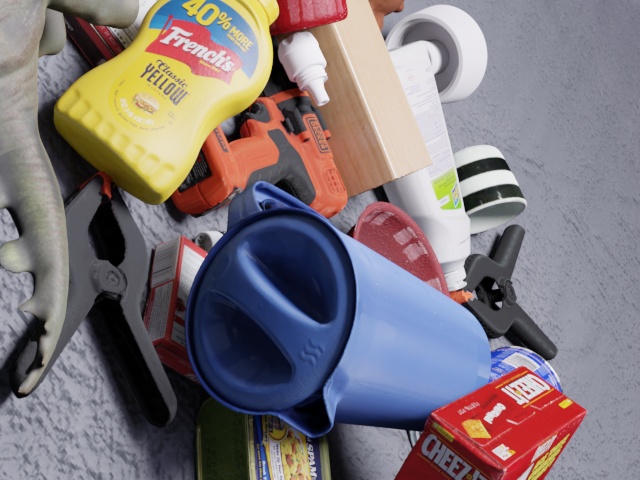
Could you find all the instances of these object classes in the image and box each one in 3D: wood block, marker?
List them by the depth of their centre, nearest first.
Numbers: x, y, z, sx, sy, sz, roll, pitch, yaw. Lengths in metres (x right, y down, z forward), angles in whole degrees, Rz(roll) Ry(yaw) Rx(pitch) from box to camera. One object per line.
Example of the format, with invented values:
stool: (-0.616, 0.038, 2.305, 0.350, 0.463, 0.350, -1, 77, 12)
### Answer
marker: (-0.056, 0.001, 0.855, 0.120, 0.020, 0.020, -3, 75, -57)
wood block: (0.012, -0.143, 0.973, 0.090, 0.090, 0.206, -25, 94, -58)

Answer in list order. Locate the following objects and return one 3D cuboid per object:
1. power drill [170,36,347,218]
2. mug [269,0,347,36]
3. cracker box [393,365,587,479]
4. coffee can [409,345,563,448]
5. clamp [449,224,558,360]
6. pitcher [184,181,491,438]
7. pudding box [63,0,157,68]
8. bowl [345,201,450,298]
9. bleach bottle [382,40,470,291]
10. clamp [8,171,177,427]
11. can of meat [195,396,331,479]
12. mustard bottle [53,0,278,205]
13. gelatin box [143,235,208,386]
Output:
power drill: (-0.063, -0.096, 0.862, 0.187, 0.057, 0.184, -14, 76, -57)
mug: (-0.035, -0.212, 0.875, 0.093, 0.117, 0.081, -45, 125, -68)
cracker box: (0.093, 0.208, 0.793, 0.072, 0.214, 0.163, 36, 23, 24)
coffee can: (0.159, 0.164, 1.009, 0.140, 0.103, 0.103, -14, 84, -58)
clamp: (0.202, 0.070, 1.188, 0.209, 0.036, 0.164, -12, 82, -56)
pitcher: (0.024, 0.062, 0.764, 0.242, 0.145, 0.149, 25, 83, -54)
pudding box: (-0.144, -0.172, 0.802, 0.090, 0.039, 0.113, 56, 36, -22)
bowl: (0.056, 0.049, 0.962, 0.161, 0.055, 0.162, 33, 47, -44)
bleach bottle: (0.097, -0.067, 1.071, 0.102, 0.068, 0.251, -29, 106, -50)
clamp: (-0.137, 0.039, 0.691, 0.120, 0.039, 0.171, 37, 44, -43)
can of meat: (-0.041, 0.160, 0.753, 0.083, 0.058, 0.102, 22, 55, -48)
mustard bottle: (-0.090, -0.122, 0.747, 0.096, 0.058, 0.191, 38, 69, 2)
gelatin box: (-0.090, 0.053, 0.764, 0.073, 0.030, 0.089, 39, 43, -42)
